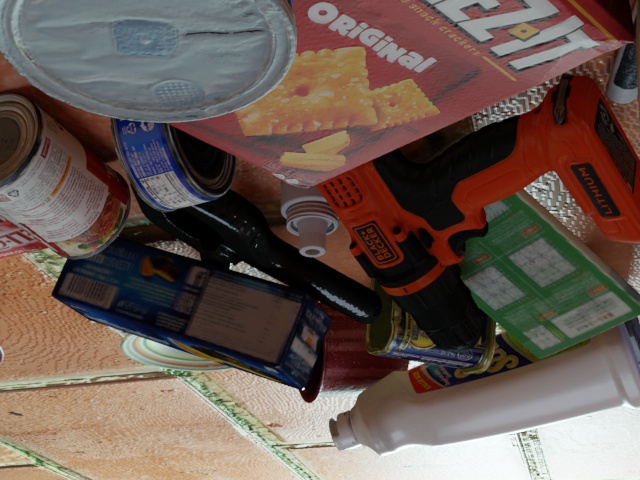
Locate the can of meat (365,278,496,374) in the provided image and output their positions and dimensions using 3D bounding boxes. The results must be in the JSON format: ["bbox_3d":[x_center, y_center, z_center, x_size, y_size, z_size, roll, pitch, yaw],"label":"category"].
[{"bbox_3d":[0.084,0.044,0.810,0.083,0.102,0.058,11,166,-17],"label":"can of meat"}]

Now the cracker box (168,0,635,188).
[{"bbox_3d":[0.015,-0.110,0.513,0.214,0.072,0.164,-22,148,37],"label":"cracker box"}]

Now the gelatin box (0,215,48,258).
[{"bbox_3d":[-0.222,-0.017,0.758,0.089,0.030,0.073,-11,153,22],"label":"gelatin box"}]

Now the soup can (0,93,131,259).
[{"bbox_3d":[-0.174,-0.038,0.669,0.069,0.068,0.102,-10,153,20],"label":"soup can"}]

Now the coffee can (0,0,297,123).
[{"bbox_3d":[-0.060,-0.129,0.390,0.103,0.140,0.103,0,155,0],"label":"coffee can"}]

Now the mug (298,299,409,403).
[{"bbox_3d":[0.024,0.095,0.948,0.081,0.093,0.117,3,-174,-17],"label":"mug"}]

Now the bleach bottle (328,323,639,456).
[{"bbox_3d":[0.125,0.122,0.850,0.251,0.102,0.068,-21,110,15],"label":"bleach bottle"}]

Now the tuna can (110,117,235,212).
[{"bbox_3d":[-0.081,-0.061,0.601,0.034,0.086,0.086,-12,153,20],"label":"tuna can"}]

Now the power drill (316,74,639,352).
[{"bbox_3d":[0.108,-0.012,0.671,0.188,0.057,0.184,-20,122,31],"label":"power drill"}]

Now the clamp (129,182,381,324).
[{"bbox_3d":[-0.055,0.001,0.754,0.165,0.036,0.209,12,159,29],"label":"clamp"}]
